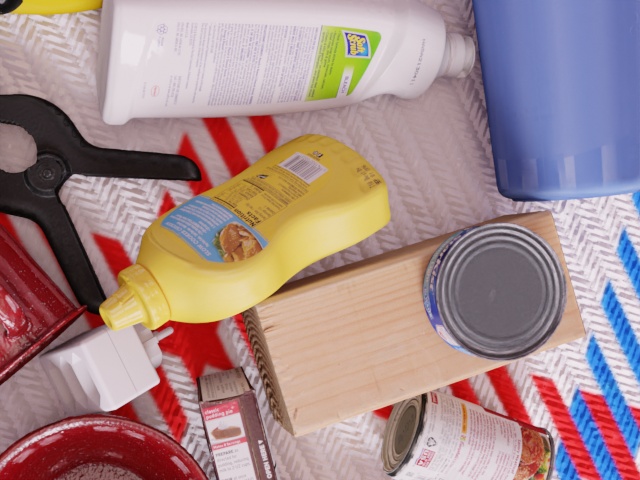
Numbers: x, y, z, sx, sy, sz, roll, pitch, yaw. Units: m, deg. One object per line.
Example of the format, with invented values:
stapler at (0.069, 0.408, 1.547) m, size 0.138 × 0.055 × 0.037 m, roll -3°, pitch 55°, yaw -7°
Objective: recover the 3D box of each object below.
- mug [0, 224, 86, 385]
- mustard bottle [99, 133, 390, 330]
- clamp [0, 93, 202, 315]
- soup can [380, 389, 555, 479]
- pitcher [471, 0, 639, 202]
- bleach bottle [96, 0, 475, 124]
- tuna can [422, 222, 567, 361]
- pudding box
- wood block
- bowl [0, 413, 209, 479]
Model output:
mug at (-0.205, 0.040, 0.656) m, size 0.093 × 0.117 × 0.081 m, roll -42°, pitch 93°, yaw -19°
mustard bottle at (-0.054, 0.001, 0.677) m, size 0.191 × 0.096 × 0.058 m, roll -32°, pitch 134°, yaw -25°
clamp at (-0.177, -0.032, 0.699) m, size 0.171 × 0.039 × 0.120 m, roll 25°, pitch 80°, yaw -5°
soup can at (0.101, 0.147, 0.742) m, size 0.102 × 0.068 × 0.068 m, roll 21°, pitch 85°, yaw -11°
pitcher at (0.174, -0.153, 0.738) m, size 0.149 × 0.145 × 0.243 m, roll -5°, pitch 94°, yaw 0°
bleach bottle at (-0.018, -0.124, 0.715) m, size 0.250 × 0.068 × 0.103 m, roll 1°, pitch 133°, yaw -18°
tuna can at (0.108, 0.032, 0.669) m, size 0.086 × 0.034 × 0.086 m, roll 0°, pitch 88°, yaw -12°
pudding box at (-0.053, 0.134, 0.686) m, size 0.039 × 0.113 × 0.090 m, roll -15°, pitch 92°, yaw -9°
wood block at (0.059, 0.053, 0.723) m, size 0.206 × 0.090 × 0.091 m, roll -17°, pitch 92°, yaw -11°
bowl at (-0.143, 0.190, 0.678) m, size 0.162 × 0.055 × 0.162 m, roll 1°, pitch 86°, yaw -8°
